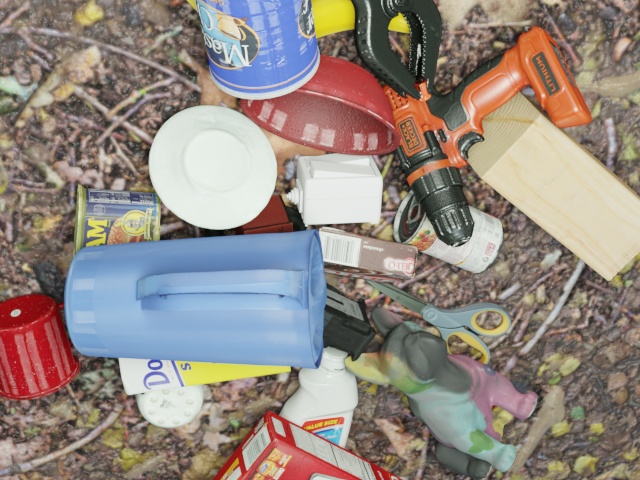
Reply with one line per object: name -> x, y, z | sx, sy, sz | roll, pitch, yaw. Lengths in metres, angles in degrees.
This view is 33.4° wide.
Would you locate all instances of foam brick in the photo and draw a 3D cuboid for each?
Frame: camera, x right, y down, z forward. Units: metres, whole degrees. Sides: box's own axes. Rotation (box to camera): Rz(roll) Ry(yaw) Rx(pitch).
foam brick -> -0.057, 0.001, 1.102 | 0.053, 0.051, 0.078 | -10, 129, -12

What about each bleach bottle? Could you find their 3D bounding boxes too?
bleach bottle -> -0.020, 0.236, 1.270 | 0.102, 0.068, 0.251 | 8, 114, -15

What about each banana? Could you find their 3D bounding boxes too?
banana -> 0.015, -0.209, 1.044 | 0.197, 0.037, 0.069 | -7, 117, -6

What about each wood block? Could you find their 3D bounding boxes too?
wood block -> 0.257, -0.060, 1.140 | 0.206, 0.091, 0.090 | 35, 106, -25

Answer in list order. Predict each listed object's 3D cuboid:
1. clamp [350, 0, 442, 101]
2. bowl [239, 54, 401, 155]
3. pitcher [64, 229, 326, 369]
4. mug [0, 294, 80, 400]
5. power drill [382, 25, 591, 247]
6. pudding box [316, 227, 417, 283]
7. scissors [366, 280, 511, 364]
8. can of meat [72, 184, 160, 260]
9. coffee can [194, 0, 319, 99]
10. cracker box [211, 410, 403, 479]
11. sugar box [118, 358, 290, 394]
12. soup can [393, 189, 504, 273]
clamp -> 0.055, -0.226, 0.996 | 0.164, 0.036, 0.210 | -22, 112, -25
bowl -> 0.005, -0.137, 1.040 | 0.162, 0.162, 0.055 | 18, 77, -19
pitcher -> -0.117, 0.055, 1.020 | 0.243, 0.145, 0.149 | -1, 125, 6
mug -> -0.301, 0.106, 1.139 | 0.117, 0.093, 0.081 | -26, 120, -32
power drill -> 0.162, -0.107, 1.040 | 0.188, 0.184, 0.057 | -27, 166, 22
pudding box -> 0.036, 0.018, 1.143 | 0.113, 0.090, 0.039 | 13, 80, -15
scissors -> 0.146, 0.076, 1.238 | 0.096, 0.016, 0.201 | -39, 118, 10
can of meat -> -0.212, -0.004, 1.106 | 0.083, 0.057, 0.102 | 3, 119, -15
coffee can -> -0.058, -0.209, 0.935 | 0.102, 0.103, 0.140 | -13, 138, -3
cracker box -> -0.019, 0.311, 1.231 | 0.213, 0.072, 0.164 | 31, 105, -23
sugar box -> -0.124, 0.103, 1.122 | 0.176, 0.048, 0.093 | -9, 94, -4
soup can -> 0.140, -0.011, 1.159 | 0.102, 0.068, 0.069 | 21, 113, -21
